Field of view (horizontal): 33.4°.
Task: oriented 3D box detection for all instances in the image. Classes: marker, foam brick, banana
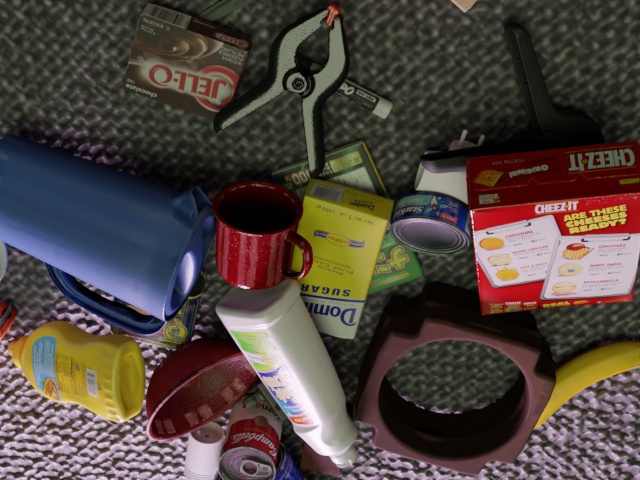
[{"bbox_3d":[0.017,-0.159,1.083,0.121,0.020,0.020,26,119,-10],"label":"marker"},{"bbox_3d":[0.007,0.238,1.302,0.053,0.051,0.078,12,121,0],"label":"foam brick"},{"bbox_3d":[0.306,0.163,1.235,0.198,0.037,0.069,-29,113,21],"label":"banana"}]

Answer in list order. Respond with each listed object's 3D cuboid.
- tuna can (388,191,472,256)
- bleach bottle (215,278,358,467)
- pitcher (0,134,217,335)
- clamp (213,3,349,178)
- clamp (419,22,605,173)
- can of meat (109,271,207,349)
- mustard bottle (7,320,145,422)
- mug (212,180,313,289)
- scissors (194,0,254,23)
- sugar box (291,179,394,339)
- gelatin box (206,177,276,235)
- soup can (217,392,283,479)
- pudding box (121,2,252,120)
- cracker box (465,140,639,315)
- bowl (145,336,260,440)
[{"bbox_3d":[0.117,-0.017,1.126,0.086,0.033,0.086,12,155,5],"label":"tuna can"},{"bbox_3d":[-0.018,0.156,1.187,0.103,0.068,0.250,1,128,47],"label":"bleach bottle"},{"bbox_3d":[-0.240,-0.010,1.120,0.243,0.149,0.145,22,165,6],"label":"pitcher"},{"bbox_3d":[-0.015,-0.147,1.056,0.120,0.039,0.172,32,109,-15],"label":"clamp"},{"bbox_3d":[0.221,-0.110,1.069,0.209,0.036,0.165,21,105,-21],"label":"clamp"},{"bbox_3d":[-0.188,0.071,1.220,0.102,0.057,0.084,14,124,-2],"label":"can of meat"},{"bbox_3d":[-0.293,0.145,1.246,0.192,0.058,0.096,10,111,31],"label":"mustard bottle"},{"bbox_3d":[-0.057,0.001,1.103,0.117,0.093,0.081,25,132,22],"label":"mug"},{"bbox_3d":[-0.032,-0.241,1.042,0.096,0.016,0.202,39,122,-22],"label":"scissors"},{"bbox_3d":[0.014,0.024,1.157,0.093,0.048,0.176,16,126,5],"label":"sugar box"},{"bbox_3d":[-0.079,-0.018,1.171,0.073,0.030,0.089,-12,119,11],"label":"gelatin box"},{"bbox_3d":[-0.082,0.240,1.282,0.068,0.102,0.068,3,121,4],"label":"soup can"},{"bbox_3d":[-0.134,-0.178,1.072,0.113,0.039,0.090,20,127,-5],"label":"pudding box"},{"bbox_3d":[0.235,-0.008,1.074,0.164,0.072,0.213,-6,148,9],"label":"cracker box"},{"bbox_3d":[-0.144,0.161,1.239,0.055,0.161,0.162,52,120,23],"label":"bowl"}]
